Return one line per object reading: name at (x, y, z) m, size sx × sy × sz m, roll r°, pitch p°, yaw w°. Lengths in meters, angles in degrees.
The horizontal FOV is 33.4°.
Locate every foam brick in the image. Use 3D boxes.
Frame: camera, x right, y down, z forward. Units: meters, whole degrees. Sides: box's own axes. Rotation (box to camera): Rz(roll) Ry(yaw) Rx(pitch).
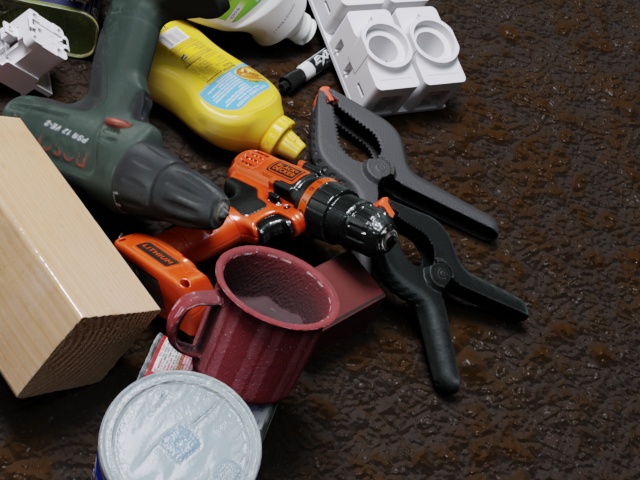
foam brick at (0.004, 0.055, 0.884) m, size 0.078 × 0.053 × 0.051 m, roll -26°, pitch 67°, yaw -31°

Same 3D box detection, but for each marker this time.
marker at (0.001, -0.179, 1.066) m, size 0.020 × 0.020 × 0.120 m, roll 41°, pitch 55°, yaw 13°

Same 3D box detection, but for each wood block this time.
wood block at (-0.228, 0.007, 0.806) m, size 0.206 × 0.090 × 0.090 m, roll 50°, pitch 23°, yaw 19°

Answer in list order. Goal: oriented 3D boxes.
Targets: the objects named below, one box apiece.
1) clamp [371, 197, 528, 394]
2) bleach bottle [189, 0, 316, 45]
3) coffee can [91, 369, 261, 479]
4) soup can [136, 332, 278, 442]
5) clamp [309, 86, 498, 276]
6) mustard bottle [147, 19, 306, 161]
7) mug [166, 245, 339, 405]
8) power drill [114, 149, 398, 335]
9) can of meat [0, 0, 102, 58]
clamp at (0.093, 0.043, 0.908) m, size 0.171 × 0.039 × 0.120 m, roll 44°, pitch 53°, yaw -4°
bleach bottle at (-0.108, -0.242, 0.998) m, size 0.250 × 0.103 × 0.068 m, roll 24°, pitch 29°, yaw -39°
coffee can at (-0.103, 0.164, 0.720) m, size 0.102 × 0.140 × 0.103 m, roll 8°, pitch 55°, yaw -12°
soup can at (-0.087, 0.119, 0.802) m, size 0.102 × 0.069 × 0.068 m, roll 22°, pitch 53°, yaw -2°
clamp at (0.061, -0.056, 0.988) m, size 0.164 × 0.036 × 0.210 m, roll -14°, pitch 66°, yaw -27°
mustard bottle at (-0.094, -0.133, 0.980) m, size 0.192 × 0.058 × 0.096 m, roll 35°, pitch 40°, yaw 9°
mug at (-0.054, 0.062, 0.761) m, size 0.117 × 0.082 × 0.093 m, roll 4°, pitch 35°, yaw -32°
power drill at (-0.056, 0.001, 0.865) m, size 0.187 × 0.057 × 0.185 m, roll -32°, pitch 40°, yaw -32°
can of meat at (-0.254, -0.226, 0.998) m, size 0.102 × 0.057 × 0.084 m, roll 9°, pitch 52°, yaw -11°
